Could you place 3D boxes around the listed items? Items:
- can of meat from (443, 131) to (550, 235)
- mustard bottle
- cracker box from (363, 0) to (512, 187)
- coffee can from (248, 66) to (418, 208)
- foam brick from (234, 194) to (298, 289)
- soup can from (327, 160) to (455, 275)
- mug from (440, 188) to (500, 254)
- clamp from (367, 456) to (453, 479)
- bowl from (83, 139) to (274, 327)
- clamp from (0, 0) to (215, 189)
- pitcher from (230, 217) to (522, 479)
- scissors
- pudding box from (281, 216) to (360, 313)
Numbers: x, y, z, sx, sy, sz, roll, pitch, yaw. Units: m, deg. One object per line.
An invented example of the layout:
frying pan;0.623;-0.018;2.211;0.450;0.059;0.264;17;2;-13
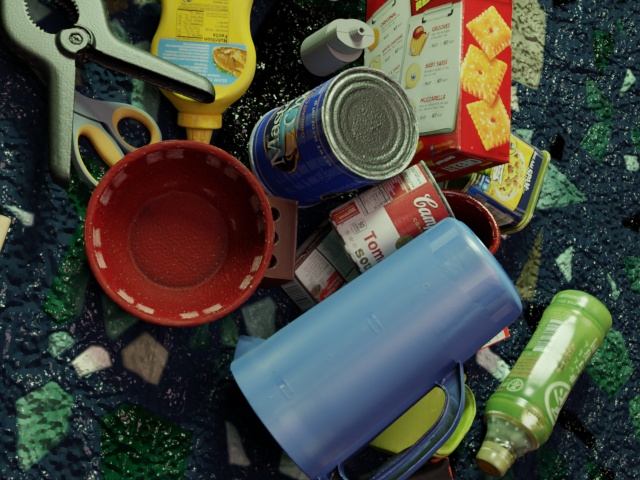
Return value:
can of meat;0.188;-0.071;1.145;0.083;0.058;0.102;30;67;-21
mustard bottle;-0.106;-0.178;0.968;0.096;0.058;0.192;4;100;-2
cracker box;0.114;-0.166;1.054;0.072;0.164;0.213;11;76;-31
coffee can;0.010;-0.092;0.993;0.102;0.141;0.103;6;78;-30
foam brick;-0.056;0.001;0.989;0.052;0.051;0.078;9;77;-29
soup can;0.065;-0.020;0.984;0.102;0.068;0.068;-29;98;4
mug;0.123;0.001;1.068;0.093;0.082;0.117;19;50;-2
clamp;0.057;0.236;1.001;0.171;0.120;0.039;-1;86;-52
bowl;-0.123;-0.004;0.931;0.162;0.055;0.162;1;82;-9
clamp;-0.213;-0.154;0.905;0.210;0.036;0.164;47;64;1
pitcher;0.058;0.099;0.929;0.243;0.145;0.149;-37;111;1
scissors;-0.211;-0.134;0.943;0.096;0.016;0.202;-30;97;-33
pudding box;0.023;0.043;1.037;0.113;0.039;0.090;50;60;-15
